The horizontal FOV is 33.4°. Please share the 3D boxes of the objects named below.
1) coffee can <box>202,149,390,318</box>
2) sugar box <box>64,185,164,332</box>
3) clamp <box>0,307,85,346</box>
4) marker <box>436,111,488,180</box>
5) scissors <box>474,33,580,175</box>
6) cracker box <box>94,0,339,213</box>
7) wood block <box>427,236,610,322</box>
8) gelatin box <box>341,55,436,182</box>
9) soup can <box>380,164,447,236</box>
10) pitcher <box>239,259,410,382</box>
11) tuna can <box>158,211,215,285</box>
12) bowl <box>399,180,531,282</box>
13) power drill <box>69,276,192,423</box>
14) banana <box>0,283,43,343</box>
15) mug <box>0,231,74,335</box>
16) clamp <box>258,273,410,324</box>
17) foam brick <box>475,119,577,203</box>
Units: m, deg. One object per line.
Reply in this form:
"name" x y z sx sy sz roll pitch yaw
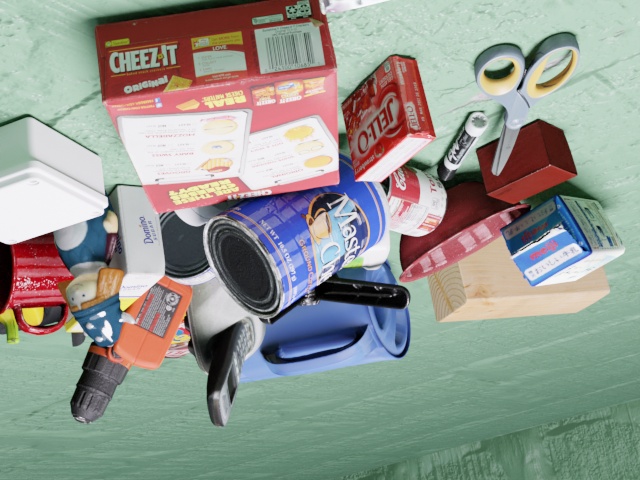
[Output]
"coffee can" -0.020 -0.008 0.965 0.140 0.103 0.103 -34 175 -32
"sugar box" -0.211 0.022 1.068 0.048 0.093 0.177 3 157 -35
"clamp" -0.297 0.088 1.289 0.172 0.039 0.120 -23 156 33
"marker" 0.136 -0.089 1.037 0.020 0.020 0.121 -6 160 -12
"scissors" 0.158 -0.115 0.946 0.096 0.016 0.202 3 150 -19
"cracker box" -0.071 -0.100 0.830 0.164 0.072 0.214 -9 161 -1
"wood block" 0.249 0.045 1.360 0.205 0.091 0.090 -3 160 -20
"gelatin box" 0.054 -0.099 0.886 0.030 0.073 0.089 1 158 -29
"soup can" 0.071 -0.044 1.059 0.069 0.068 0.102 -24 157 35
"pitcher" -0.019 0.113 1.354 0.243 0.145 0.149 -16 159 24
"tuna can" -0.129 0.000 1.059 0.086 0.086 0.033 -14 162 10
"bowl" 0.143 -0.017 1.150 0.162 0.055 0.162 -27 167 -7
"power drill" -0.210 0.108 1.158 0.057 0.184 0.188 27 160 -18
"banana" -0.328 0.067 1.148 0.037 0.069 0.198 -2 -178 -6
"mug" -0.279 0.036 1.048 0.081 0.117 0.093 0 155 -39
"clamp" -0.004 0.052 1.165 0.164 0.036 0.210 -3 -170 -13
"foam brick" 0.203 -0.077 1.055 0.078 0.051 0.052 -25 155 36
